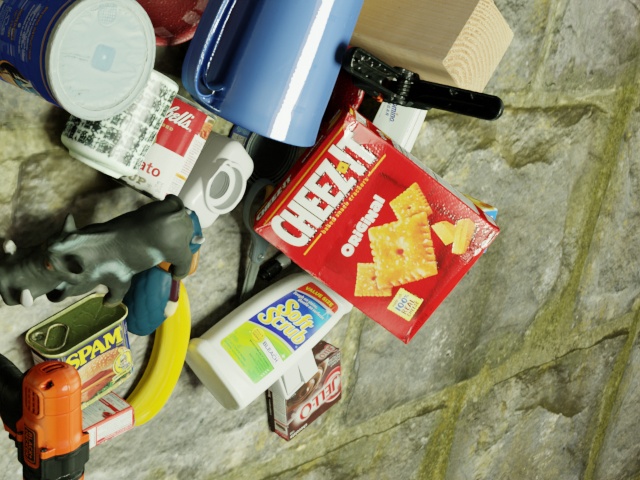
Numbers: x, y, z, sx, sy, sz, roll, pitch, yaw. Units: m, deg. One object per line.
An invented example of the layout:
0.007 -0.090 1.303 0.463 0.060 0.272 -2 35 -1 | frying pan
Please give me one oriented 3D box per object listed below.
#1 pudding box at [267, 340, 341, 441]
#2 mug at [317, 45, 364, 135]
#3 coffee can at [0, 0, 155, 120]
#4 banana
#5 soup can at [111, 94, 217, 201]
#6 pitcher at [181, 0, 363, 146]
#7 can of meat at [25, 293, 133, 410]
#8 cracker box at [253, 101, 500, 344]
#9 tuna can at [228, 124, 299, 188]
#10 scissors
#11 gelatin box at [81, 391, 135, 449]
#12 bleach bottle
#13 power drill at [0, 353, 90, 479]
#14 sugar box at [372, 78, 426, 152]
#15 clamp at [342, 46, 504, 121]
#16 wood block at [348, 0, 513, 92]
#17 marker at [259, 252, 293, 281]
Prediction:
-0.020 0.198 1.416 0.113 0.039 0.090 -32 133 -36 | pudding box
-0.008 -0.168 1.181 0.093 0.082 0.117 -34 133 -35 | mug
-0.219 -0.167 0.876 0.102 0.140 0.103 -28 130 -39 | coffee can
-0.180 0.128 1.182 0.069 0.037 0.198 16 98 -53 | banana
-0.156 -0.092 1.058 0.068 0.069 0.102 29 88 -53 | soup can
-0.031 -0.222 1.021 0.149 0.145 0.243 -92 -157 -73 | pitcher
-0.241 0.116 1.085 0.101 0.058 0.084 -32 135 -36 | can of meat
0.060 -0.017 1.149 0.213 0.072 0.164 37 101 -11 | cracker box
-0.064 -0.104 1.191 0.085 0.034 0.086 -27 130 -39 | tuna can
-0.058 0.002 1.242 0.096 0.016 0.202 -30 144 -30 | scissors
-0.248 0.183 1.101 0.089 0.073 0.030 -24 129 -42 | gelatin box
-0.041 0.087 1.270 0.250 0.068 0.102 -41 98 -28 | bleach bottle
-0.278 0.168 0.960 0.057 0.188 0.184 -17 121 -47 | power drill
0.094 -0.143 1.287 0.176 0.048 0.093 23 91 -82 | sugar box
0.094 -0.155 1.099 0.210 0.164 0.036 -125 -126 -85 | clamp
0.090 -0.232 1.159 0.091 0.206 0.090 -60 143 -6 | wood block
-0.030 0.013 1.312 0.121 0.020 0.020 -37 136 -31 | marker
